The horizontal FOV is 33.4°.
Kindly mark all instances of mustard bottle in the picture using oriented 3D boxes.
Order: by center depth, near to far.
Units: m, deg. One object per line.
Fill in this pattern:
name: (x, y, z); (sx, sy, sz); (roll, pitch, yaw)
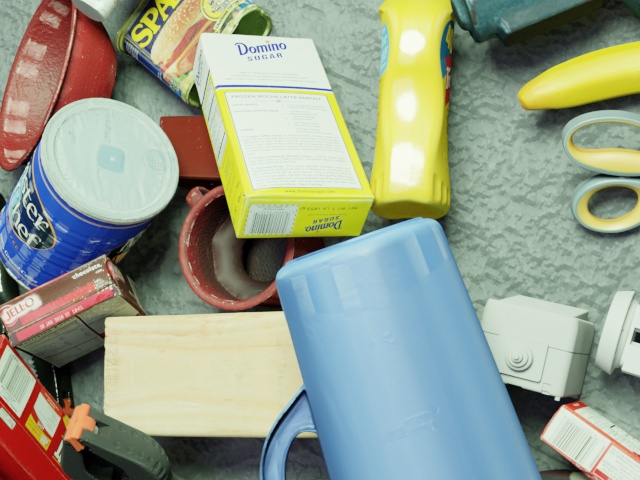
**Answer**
mustard bottle: (0.067, -0.114, 0.763); (0.058, 0.096, 0.191); (2, 83, 8)

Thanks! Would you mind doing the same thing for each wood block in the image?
wood block: (-0.048, 0.099, 0.788); (0.206, 0.090, 0.090); (-3, 83, 22)

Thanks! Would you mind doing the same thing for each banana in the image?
banana: (0.235, -0.112, 0.714); (0.198, 0.069, 0.037); (3, 122, 29)

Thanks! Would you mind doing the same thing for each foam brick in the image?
foam brick: (-0.085, -0.068, 0.844); (0.078, 0.053, 0.051); (3, 85, 23)

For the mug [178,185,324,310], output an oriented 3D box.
mug: (-0.055, 0.001, 0.808); (0.117, 0.081, 0.093); (40, 99, 21)

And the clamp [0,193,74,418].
clamp: (-0.276, 0.066, 0.915); (0.210, 0.036, 0.164); (39, 97, 19)

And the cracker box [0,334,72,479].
cracker box: (-0.311, 0.148, 0.848); (0.214, 0.164, 0.072); (-1, 47, 21)

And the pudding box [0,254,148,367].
pudding box: (-0.187, 0.057, 0.827); (0.090, 0.113, 0.039); (-25, 73, -3)

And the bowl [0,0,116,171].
bowl: (-0.212, -0.127, 0.880); (0.162, 0.055, 0.162); (-34, 48, 47)

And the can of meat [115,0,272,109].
can of meat: (-0.101, -0.168, 0.862); (0.084, 0.057, 0.102); (41, 99, 19)

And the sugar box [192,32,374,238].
sugar box: (-0.031, -0.079, 0.771); (0.048, 0.093, 0.176); (108, 153, -42)

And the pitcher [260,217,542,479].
pitcher: (0.048, 0.118, 0.649); (0.145, 0.148, 0.243); (-21, 87, 47)

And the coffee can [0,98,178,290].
coffee can: (-0.182, -0.029, 0.819); (0.141, 0.102, 0.103); (-43, 66, 49)

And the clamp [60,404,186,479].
clamp: (-0.147, 0.181, 0.795); (0.120, 0.171, 0.039); (-20, 39, 23)
